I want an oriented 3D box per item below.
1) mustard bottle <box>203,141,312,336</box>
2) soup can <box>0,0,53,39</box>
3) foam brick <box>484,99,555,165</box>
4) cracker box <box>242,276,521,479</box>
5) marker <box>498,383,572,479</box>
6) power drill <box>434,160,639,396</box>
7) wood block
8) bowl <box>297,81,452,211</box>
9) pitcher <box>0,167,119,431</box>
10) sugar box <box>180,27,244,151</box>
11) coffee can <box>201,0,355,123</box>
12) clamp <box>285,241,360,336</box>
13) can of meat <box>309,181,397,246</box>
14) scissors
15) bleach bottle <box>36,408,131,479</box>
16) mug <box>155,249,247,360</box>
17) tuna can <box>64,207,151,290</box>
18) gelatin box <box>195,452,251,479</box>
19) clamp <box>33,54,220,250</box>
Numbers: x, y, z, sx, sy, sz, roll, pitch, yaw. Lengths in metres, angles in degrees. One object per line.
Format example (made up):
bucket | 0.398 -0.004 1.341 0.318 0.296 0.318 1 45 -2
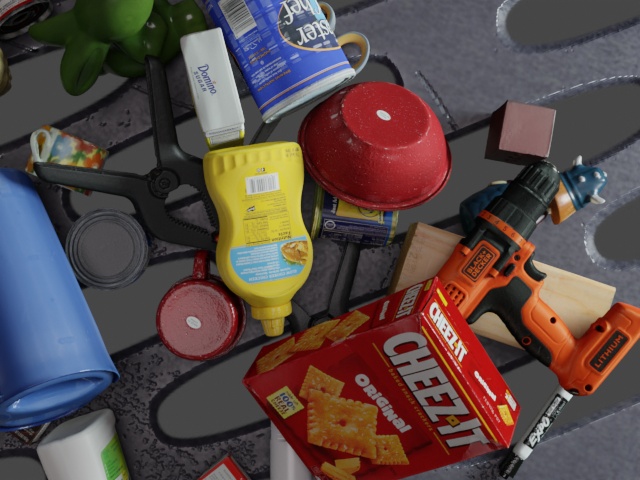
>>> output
mustard bottle | -0.057 0.001 1.060 0.096 0.058 0.191 -10 100 -19
soup can | -0.332 -0.269 1.104 0.068 0.068 0.102 -32 89 -2
foam brick | 0.205 -0.109 1.102 0.053 0.078 0.051 11 87 -1
cracker box | 0.057 0.149 1.027 0.214 0.072 0.164 -24 109 32
marker | 0.227 0.200 1.123 0.020 0.020 0.121 36 88 0
power drill | 0.217 0.042 1.018 0.187 0.057 0.184 39 93 3
wood block | 0.178 0.055 1.091 0.206 0.091 0.090 19 89 -1
bowl | 0.060 -0.108 1.070 0.162 0.055 0.162 5 52 -7
pitcher | -0.304 0.054 1.036 0.145 0.149 0.243 -22 71 -10
sugar box | -0.105 -0.143 1.049 0.048 0.176 0.093 -14 89 -2
coffee can | -0.042 -0.201 1.054 0.103 0.103 0.140 -28 91 -2
clamp | 0.009 0.081 1.115 0.120 0.039 0.171 -24 92 4
can of meat | 0.036 -0.047 1.098 0.084 0.057 0.102 7 65 -3
scissors | -0.014 -0.152 1.129 0.096 0.016 0.202 18 88 5
bleach bottle | -0.208 0.305 1.085 0.068 0.102 0.251 -19 95 7
mug | -0.123 0.068 1.091 0.093 0.081 0.117 5 88 -1
tuna can | -0.221 0.009 1.115 0.086 0.034 0.086 0 89 -1
gelatin box | -0.108 0.278 1.112 0.089 0.030 0.073 -38 91 -1
clamp | -0.158 -0.072 1.077 0.209 0.036 0.164 39 92 -24
